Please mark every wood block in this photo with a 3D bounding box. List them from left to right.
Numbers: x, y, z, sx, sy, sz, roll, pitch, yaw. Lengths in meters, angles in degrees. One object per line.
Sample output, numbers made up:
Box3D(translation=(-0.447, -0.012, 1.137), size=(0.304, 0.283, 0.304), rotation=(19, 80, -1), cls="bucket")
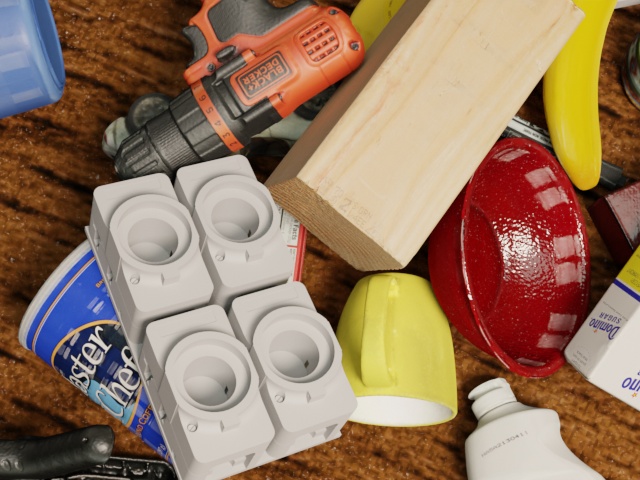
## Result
Box3D(translation=(0.065, -0.088, 0.693), size=(0.090, 0.091, 0.206), rotation=(39, 77, -11), cls="wood block")

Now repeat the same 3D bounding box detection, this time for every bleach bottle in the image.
Box3D(translation=(0.172, 0.200, 0.693), size=(0.102, 0.068, 0.251), rotation=(-27, 62, 3), cls="bleach bottle")

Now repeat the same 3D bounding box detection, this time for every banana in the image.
Box3D(translation=(0.190, -0.135, 0.736), size=(0.069, 0.037, 0.198), rotation=(16, 102, -2), cls="banana")

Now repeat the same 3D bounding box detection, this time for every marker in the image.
Box3D(translation=(0.168, -0.069, 0.783), size=(0.121, 0.020, 0.020), rotation=(27, 82, 6), cls="marker")

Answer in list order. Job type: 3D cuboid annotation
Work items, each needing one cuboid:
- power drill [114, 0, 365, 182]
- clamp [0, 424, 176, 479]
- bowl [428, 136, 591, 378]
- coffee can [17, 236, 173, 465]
Box3D(translation=(-0.089, -0.146, 0.705), size=(0.184, 0.057, 0.187), rotation=(-31, 86, 4), cls="power drill")
Box3D(translation=(-0.187, 0.156, 0.730), size=(0.172, 0.120, 0.039), rotation=(-7, 58, 22), cls="clamp")
Box3D(translation=(0.122, 0.013, 0.727), size=(0.055, 0.161, 0.162), rotation=(-7, 77, 42), cls="bowl")
Box3D(translation=(-0.118, 0.073, 0.727), size=(0.140, 0.103, 0.103), rotation=(37, 83, 7), cls="coffee can")
